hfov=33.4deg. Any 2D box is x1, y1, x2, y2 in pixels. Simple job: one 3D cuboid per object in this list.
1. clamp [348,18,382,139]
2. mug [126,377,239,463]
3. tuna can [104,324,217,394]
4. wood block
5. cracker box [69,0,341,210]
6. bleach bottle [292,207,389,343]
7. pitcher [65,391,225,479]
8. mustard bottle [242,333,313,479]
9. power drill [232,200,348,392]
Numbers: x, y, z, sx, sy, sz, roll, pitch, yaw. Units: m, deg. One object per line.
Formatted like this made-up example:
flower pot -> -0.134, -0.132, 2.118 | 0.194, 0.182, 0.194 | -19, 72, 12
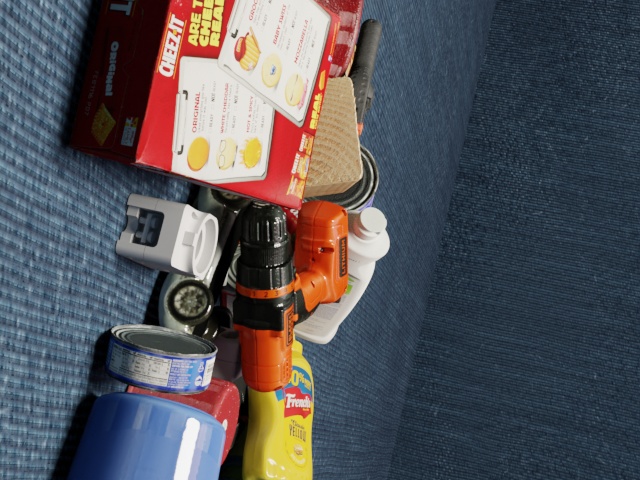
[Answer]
clamp -> 0.040, -0.156, 1.187 | 0.171, 0.039, 0.120 | -73, 168, -47
mug -> -0.124, 0.168, 0.938 | 0.093, 0.081, 0.117 | 23, 79, -77
tuna can -> -0.127, 0.094, 0.849 | 0.086, 0.086, 0.034 | -12, 115, -76
wood block -> -0.016, -0.089, 1.001 | 0.206, 0.090, 0.091 | 162, -78, -88
cracker box -> -0.076, -0.121, 0.787 | 0.213, 0.072, 0.164 | 14, 88, -60
bleach bottle -> 0.017, 0.034, 1.184 | 0.251, 0.102, 0.068 | 131, -23, -57
pitcher -> -0.155, 0.246, 0.814 | 0.145, 0.149, 0.242 | 46, 52, -57
mustard bottle -> -0.044, 0.188, 1.206 | 0.096, 0.058, 0.191 | 35, 48, -47
power drill -> -0.028, 0.026, 1.010 | 0.187, 0.057, 0.184 | -44, 141, -60
